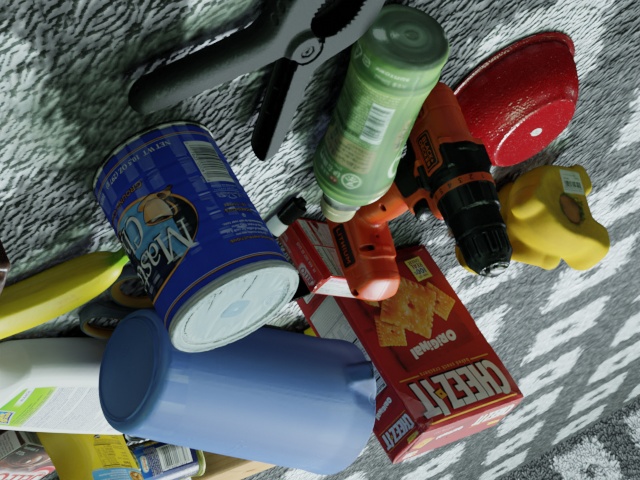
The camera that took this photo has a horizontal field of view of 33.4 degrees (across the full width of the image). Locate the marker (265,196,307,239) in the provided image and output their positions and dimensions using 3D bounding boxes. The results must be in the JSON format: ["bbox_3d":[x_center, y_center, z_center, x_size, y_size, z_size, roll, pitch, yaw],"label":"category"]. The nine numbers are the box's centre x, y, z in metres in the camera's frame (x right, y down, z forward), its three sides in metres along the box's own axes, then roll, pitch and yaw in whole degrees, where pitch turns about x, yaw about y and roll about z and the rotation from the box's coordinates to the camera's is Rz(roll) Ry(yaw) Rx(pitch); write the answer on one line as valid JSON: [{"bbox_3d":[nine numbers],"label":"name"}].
[{"bbox_3d":[-0.056,0.001,0.995,0.121,0.020,0.020,-43,154,21],"label":"marker"}]

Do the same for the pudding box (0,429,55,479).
[{"bbox_3d":[-0.314,0.221,1.084,0.090,0.039,0.113,-33,156,4],"label":"pudding box"}]

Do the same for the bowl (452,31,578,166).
[{"bbox_3d":[0.188,-0.120,1.013,0.162,0.055,0.162,-27,156,-13],"label":"bowl"}]

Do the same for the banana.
[{"bbox_3d":[-0.238,0.047,0.840,0.197,0.037,0.069,-24,159,-11],"label":"banana"}]

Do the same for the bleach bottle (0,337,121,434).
[{"bbox_3d":[-0.250,0.124,0.948,0.103,0.068,0.250,-49,149,16],"label":"bleach bottle"}]

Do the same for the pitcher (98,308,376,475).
[{"bbox_3d":[-0.082,0.142,0.982,0.242,0.145,0.149,17,96,-39],"label":"pitcher"}]

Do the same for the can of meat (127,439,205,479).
[{"bbox_3d":[-0.194,0.256,1.220,0.083,0.057,0.102,-12,173,-37],"label":"can of meat"}]

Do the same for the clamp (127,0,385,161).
[{"bbox_3d":[-0.026,-0.140,0.737,0.210,0.036,0.164,-46,153,24],"label":"clamp"}]

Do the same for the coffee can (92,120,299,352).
[{"bbox_3d":[-0.094,-0.003,0.792,0.102,0.140,0.103,-26,155,-13],"label":"coffee can"}]

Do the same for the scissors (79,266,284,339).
[{"bbox_3d":[-0.117,0.058,0.974,0.201,0.016,0.096,-2,136,-22],"label":"scissors"}]

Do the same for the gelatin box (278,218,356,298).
[{"bbox_3d":[0.005,0.018,1.035,0.030,0.073,0.089,-42,155,23],"label":"gelatin box"}]

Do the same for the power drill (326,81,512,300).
[{"bbox_3d":[0.085,-0.020,0.948,0.057,0.184,0.188,2,150,-34],"label":"power drill"}]

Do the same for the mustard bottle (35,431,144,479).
[{"bbox_3d":[-0.213,0.238,1.048,0.058,0.192,0.096,-38,155,13],"label":"mustard bottle"}]

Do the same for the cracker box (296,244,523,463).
[{"bbox_3d":[0.097,0.115,1.157,0.163,0.214,0.072,-11,148,-39],"label":"cracker box"}]
